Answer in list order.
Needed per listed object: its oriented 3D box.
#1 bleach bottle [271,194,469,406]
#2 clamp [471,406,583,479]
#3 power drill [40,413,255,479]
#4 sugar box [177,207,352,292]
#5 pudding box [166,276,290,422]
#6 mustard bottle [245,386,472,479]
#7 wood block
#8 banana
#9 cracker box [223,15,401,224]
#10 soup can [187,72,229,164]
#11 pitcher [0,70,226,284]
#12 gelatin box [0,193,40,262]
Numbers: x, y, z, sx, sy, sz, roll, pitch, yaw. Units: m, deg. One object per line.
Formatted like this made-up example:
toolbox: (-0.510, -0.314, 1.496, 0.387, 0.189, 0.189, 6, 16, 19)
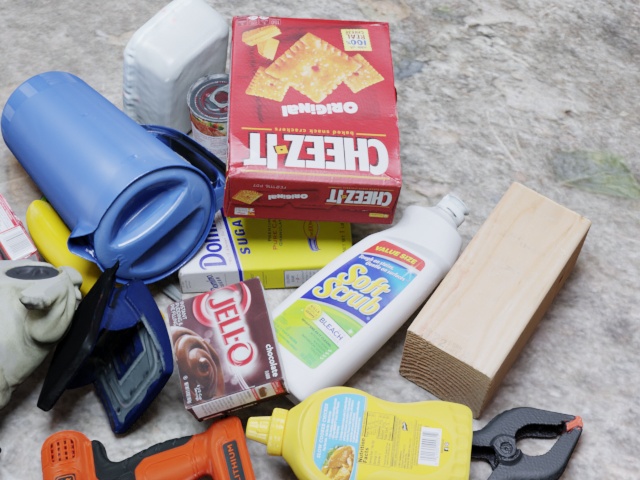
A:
bleach bottle: (0.043, 0.045, 1.023, 0.103, 0.068, 0.250, 40, 76, 23)
clamp: (0.164, 0.205, 0.960, 0.171, 0.039, 0.120, -12, 60, -8)
power drill: (-0.146, 0.235, 0.924, 0.187, 0.057, 0.184, -11, 56, -8)
sugar box: (-0.057, 0.001, 1.095, 0.176, 0.048, 0.093, -2, 56, -4)
pudding box: (-0.083, 0.096, 0.956, 0.090, 0.039, 0.113, -18, 57, 2)
mustard bottle: (0.031, 0.176, 0.919, 0.191, 0.058, 0.096, 9, 61, 3)
wood block: (0.170, 0.056, 1.033, 0.090, 0.091, 0.205, 30, 60, 17)
banana: (-0.235, 0.019, 1.061, 0.198, 0.037, 0.069, 46, 34, 17)
cracker box: (-0.010, -0.124, 1.047, 0.164, 0.072, 0.213, 2, 55, -5)
soup can: (-0.105, -0.120, 1.144, 0.068, 0.102, 0.068, 0, 55, -1)
pitcher: (-0.213, -0.076, 1.076, 0.145, 0.149, 0.243, -53, 53, 5)
gelatin box: (-0.308, 0.006, 1.072, 0.030, 0.073, 0.089, -28, 59, -20)
